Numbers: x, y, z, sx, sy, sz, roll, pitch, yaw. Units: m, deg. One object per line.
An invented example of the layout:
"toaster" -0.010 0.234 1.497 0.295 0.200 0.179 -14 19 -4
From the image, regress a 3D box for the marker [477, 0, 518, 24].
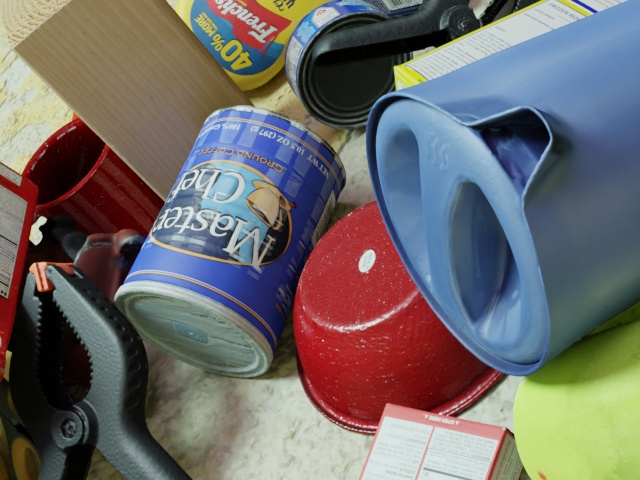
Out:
"marker" 0.116 -0.148 0.735 0.020 0.020 0.121 24 72 48

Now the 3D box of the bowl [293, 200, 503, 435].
"bowl" 0.041 0.027 0.611 0.162 0.055 0.162 -23 43 23

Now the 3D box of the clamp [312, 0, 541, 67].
"clamp" 0.080 -0.136 0.699 0.171 0.120 0.039 -53 1 -18

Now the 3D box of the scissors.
"scissors" -0.221 0.125 0.744 0.202 0.016 0.096 0 95 53

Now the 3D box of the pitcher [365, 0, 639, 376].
"pitcher" 0.150 -0.046 0.495 0.242 0.145 0.149 -26 25 -17

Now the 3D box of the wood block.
"wood block" -0.116 -0.107 0.743 0.091 0.206 0.090 -39 39 4

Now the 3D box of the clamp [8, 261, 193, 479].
"clamp" -0.143 0.117 0.629 0.165 0.036 0.210 -28 75 22

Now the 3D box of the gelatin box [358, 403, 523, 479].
"gelatin box" 0.053 0.130 0.524 0.073 0.030 0.089 4 64 42

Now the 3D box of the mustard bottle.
"mustard bottle" -0.058 -0.176 0.846 0.191 0.096 0.058 -41 10 3

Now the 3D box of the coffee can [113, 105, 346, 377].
"coffee can" -0.054 0.001 0.676 0.103 0.102 0.140 -2 54 39

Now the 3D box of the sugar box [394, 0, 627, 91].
"sugar box" 0.138 -0.096 0.592 0.176 0.048 0.093 -23 41 -13

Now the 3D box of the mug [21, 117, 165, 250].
"mug" -0.180 -0.028 0.822 0.117 0.081 0.093 -46 39 -5

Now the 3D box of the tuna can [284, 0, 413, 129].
"tuna can" 0.019 -0.123 0.740 0.086 0.086 0.034 -39 38 4
